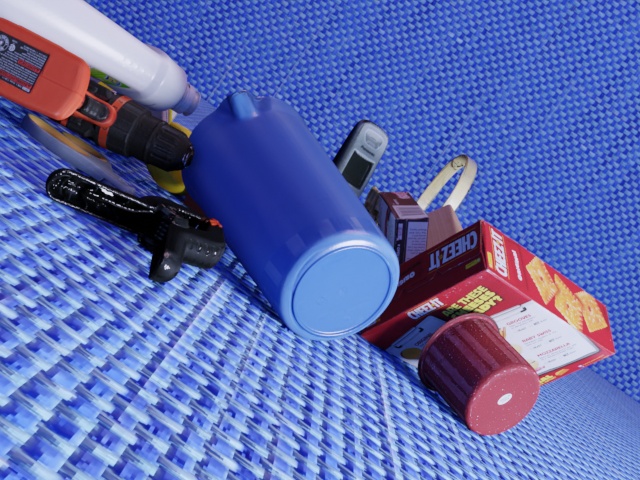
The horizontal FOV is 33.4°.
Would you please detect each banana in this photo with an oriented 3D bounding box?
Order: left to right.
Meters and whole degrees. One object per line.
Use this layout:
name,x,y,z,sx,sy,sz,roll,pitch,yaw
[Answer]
banana,-0.138,-0.078,1.133,0.037,0.070,0.197,37,16,20

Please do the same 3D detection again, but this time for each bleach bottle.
bleach bottle,-0.219,-0.186,0.990,0.250,0.068,0.103,29,-4,-37

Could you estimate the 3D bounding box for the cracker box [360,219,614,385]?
cracker box,0.171,0.081,1.095,0.213,0.164,0.072,32,42,-33

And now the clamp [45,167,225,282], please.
clamp,-0.114,-0.003,0.796,0.120,0.039,0.171,45,16,26

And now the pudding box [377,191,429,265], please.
pudding box,0.087,0.002,1.165,0.039,0.090,0.113,0,17,-5

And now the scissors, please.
scissors,-0.174,-0.048,0.934,0.202,0.016,0.096,36,5,4

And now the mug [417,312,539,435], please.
mug,0.159,0.133,1.009,0.117,0.093,0.082,35,9,-40

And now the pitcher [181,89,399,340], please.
pitcher,-0.025,-0.013,0.954,0.149,0.145,0.243,24,19,-36

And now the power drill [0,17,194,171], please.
power drill,-0.208,-0.119,0.918,0.184,0.057,0.187,25,-4,9
